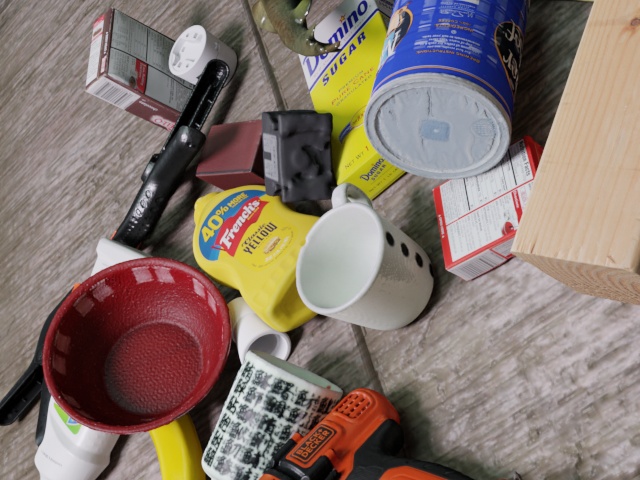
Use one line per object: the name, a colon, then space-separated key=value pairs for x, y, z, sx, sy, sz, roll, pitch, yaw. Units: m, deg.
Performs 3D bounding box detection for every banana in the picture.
banana: x=-0.140 y=0.169 z=0.913 sx=0.069 sy=0.037 sz=0.198 roll=-33 pitch=60 yaw=-10

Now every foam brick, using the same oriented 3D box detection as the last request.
foam brick: x=-0.064 y=-0.074 z=0.970 sx=0.078 sy=0.052 sz=0.051 roll=0 pitch=70 yaw=44

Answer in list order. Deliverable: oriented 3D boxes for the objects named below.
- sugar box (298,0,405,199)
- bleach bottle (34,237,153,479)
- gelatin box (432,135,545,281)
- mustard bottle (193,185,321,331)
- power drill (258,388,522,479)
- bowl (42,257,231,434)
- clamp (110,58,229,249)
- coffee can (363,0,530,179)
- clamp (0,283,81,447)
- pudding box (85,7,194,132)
sugar box: x=0.039 y=-0.129 z=0.899 sx=0.093 sy=0.048 sz=0.176 roll=-40 pitch=48 yaw=26
bleach bottle: x=-0.211 y=0.130 z=1.006 sx=0.103 sy=0.068 sz=0.251 roll=21 pitch=87 yaw=46
gelatin box: x=0.127 y=-0.022 z=0.766 sx=0.089 sy=0.030 sz=0.073 roll=-30 pitch=50 yaw=32
mustard bottle: x=-0.056 y=0.001 z=0.916 sx=0.096 sy=0.058 sz=0.192 roll=-47 pitch=39 yaw=-9
power drill: x=0.031 y=0.185 z=0.686 sx=0.188 sy=0.057 sz=0.184 roll=17 pitch=51 yaw=44
bowl: x=-0.148 y=0.096 z=0.902 sx=0.162 sy=0.055 sz=0.162 roll=-4 pitch=59 yaw=7
clamp: x=-0.150 y=-0.063 z=1.023 sx=0.210 sy=0.036 sz=0.164 roll=-57 pitch=12 yaw=23
coffee can: x=0.094 y=-0.130 z=0.777 sx=0.103 sy=0.102 sz=0.140 roll=-18 pitch=43 yaw=38
clamp: x=-0.279 y=0.127 z=1.093 sx=0.120 sy=0.039 sz=0.171 roll=1 pitch=64 yaw=41
pudding box: x=-0.181 y=-0.174 z=1.095 sx=0.039 sy=0.113 sz=0.090 roll=-26 pitch=52 yaw=38
